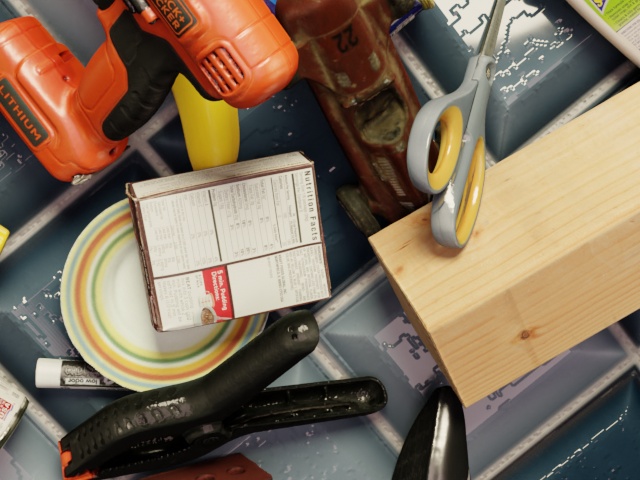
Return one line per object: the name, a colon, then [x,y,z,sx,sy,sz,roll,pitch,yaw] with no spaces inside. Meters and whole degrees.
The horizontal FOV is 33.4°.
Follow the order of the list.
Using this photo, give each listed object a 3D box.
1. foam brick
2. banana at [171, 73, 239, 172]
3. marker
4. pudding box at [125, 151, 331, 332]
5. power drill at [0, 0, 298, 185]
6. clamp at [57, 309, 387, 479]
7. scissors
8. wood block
foam brick: [-0.072,0.177,0.689,0.078,0.053,0.051,-10,101,-27]
banana: [-0.098,-0.120,0.644,0.070,0.037,0.197,-33,103,20]
marker: [-0.122,0.088,0.692,0.121,0.020,0.020,4,102,-8]
pudding box: [-0.054,0.001,0.648,0.113,0.039,0.090,-12,108,-14]
power drill: [-0.120,-0.123,0.570,0.184,0.188,0.057,54,47,-7]
clamp: [-0.070,0.102,0.655,0.210,0.164,0.036,-17,63,4]
scissors: [0.084,-0.097,0.615,0.016,0.096,0.202,4,78,29]
wood block: [0.148,0.000,0.657,0.206,0.090,0.090,-30,134,0]
